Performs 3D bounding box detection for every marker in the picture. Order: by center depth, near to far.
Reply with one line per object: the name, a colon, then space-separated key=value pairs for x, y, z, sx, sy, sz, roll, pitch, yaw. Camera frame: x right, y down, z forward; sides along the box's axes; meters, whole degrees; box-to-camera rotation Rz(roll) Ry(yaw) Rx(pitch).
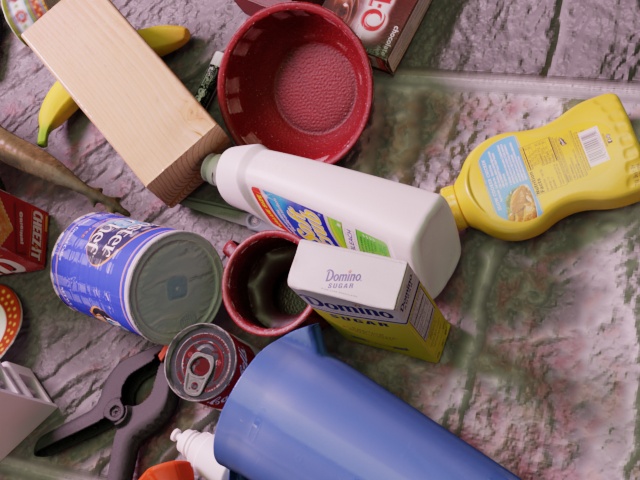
marker: x=-0.125 y=-0.137 z=1.094 sx=0.020 sy=0.020 sz=0.121 roll=22 pitch=82 yaw=24

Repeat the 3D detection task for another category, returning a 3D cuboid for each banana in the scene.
banana: x=-0.228 y=-0.175 z=1.132 sx=0.198 sy=0.037 sz=0.070 roll=-38 pitch=61 yaw=1

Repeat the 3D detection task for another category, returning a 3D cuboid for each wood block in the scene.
wood block: x=-0.186 y=-0.144 z=1.048 sx=0.091 sy=0.090 sz=0.206 roll=-41 pitch=75 yaw=-2

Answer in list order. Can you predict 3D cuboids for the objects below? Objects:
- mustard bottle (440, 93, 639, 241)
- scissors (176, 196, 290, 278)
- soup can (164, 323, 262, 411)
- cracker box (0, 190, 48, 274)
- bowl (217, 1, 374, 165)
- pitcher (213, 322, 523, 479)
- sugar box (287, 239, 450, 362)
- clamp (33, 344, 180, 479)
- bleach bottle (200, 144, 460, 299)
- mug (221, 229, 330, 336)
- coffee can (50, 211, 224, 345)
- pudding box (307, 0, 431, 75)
mustard bottle: x=0.182 y=-0.052 z=0.934 sx=0.192 sy=0.058 sz=0.096 roll=-20 pitch=70 yaw=13
scissors: x=-0.057 y=0.001 z=1.027 sx=0.202 sy=0.016 sz=0.096 roll=0 pitch=73 yaw=20
soup can: x=-0.087 y=0.118 z=0.953 sx=0.069 sy=0.102 sz=0.068 roll=-6 pitch=71 yaw=18
cracker box: x=-0.395 y=-0.015 z=1.046 sx=0.164 sy=0.213 sz=0.072 roll=-6 pitch=73 yaw=18
bowl: x=-0.016 y=-0.145 z=1.019 sx=0.162 sy=0.055 sz=0.162 roll=4 pitch=99 yaw=23
pitcher: x=0.038 y=0.195 z=0.877 sx=0.243 sy=0.149 sz=0.144 roll=29 pitch=57 yaw=22
sugar box: x=0.044 y=0.054 z=0.884 sx=0.093 sy=0.176 sz=0.048 roll=12 pitch=77 yaw=22
clamp: x=-0.182 y=0.176 z=1.004 sx=0.171 sy=0.039 sz=0.120 roll=-47 pitch=66 yaw=1
bleach bottle: x=-0.001 y=-0.029 z=0.964 sx=0.251 sy=0.102 sz=0.068 roll=19 pitch=62 yaw=31
mug: x=-0.038 y=0.037 z=0.956 sx=0.117 sy=0.081 sz=0.093 roll=33 pitch=93 yaw=23
coffee can: x=-0.170 y=0.032 z=0.984 sx=0.141 sy=0.102 sz=0.103 roll=12 pitch=76 yaw=47
pudding box: x=0.054 y=-0.228 z=1.047 sx=0.090 sy=0.039 sz=0.113 roll=23 pitch=82 yaw=24
